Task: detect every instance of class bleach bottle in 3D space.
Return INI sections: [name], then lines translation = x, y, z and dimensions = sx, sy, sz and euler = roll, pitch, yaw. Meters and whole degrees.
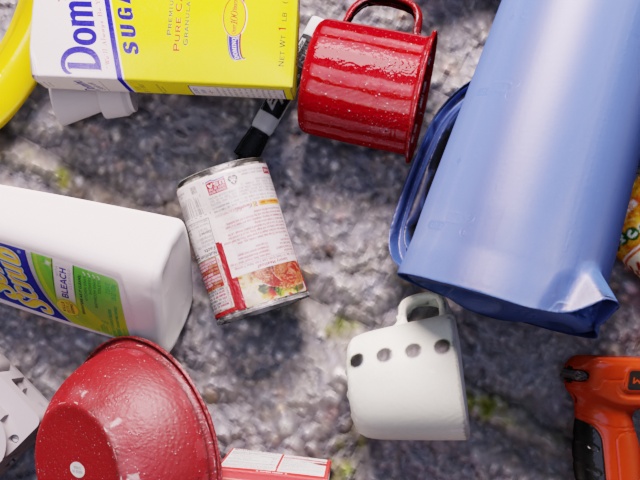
[bleach bottle]
translation = -0.218, 0.007, 0.745
dimensions = 0.251, 0.102, 0.068
euler = 12, 47, 9

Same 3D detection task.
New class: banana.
[banana]
translation = -0.224, -0.136, 0.764
dimensions = 0.037, 0.069, 0.198
euler = 22, 88, 39

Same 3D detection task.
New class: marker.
[marker]
translation = -0.028, -0.107, 0.776
dimensions = 0.020, 0.020, 0.121
euler = 30, 87, 4

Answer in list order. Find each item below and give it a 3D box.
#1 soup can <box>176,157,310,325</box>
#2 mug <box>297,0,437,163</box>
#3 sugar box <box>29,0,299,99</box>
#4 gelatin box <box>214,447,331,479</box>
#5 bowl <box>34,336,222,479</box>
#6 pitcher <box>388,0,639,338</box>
[soup can]
translation = -0.055, 0.001, 0.744
dimensions = 0.068, 0.068, 0.102
euler = -18, 85, 0
[mug]
translation = 0.035, -0.118, 0.742
dimensions = 0.081, 0.093, 0.117
euler = 13, 81, 8
[sugar box]
translation = -0.102, -0.146, 0.716
dimensions = 0.176, 0.048, 0.093
euler = 2, 86, 1
[gelatin box]
translation = -0.031, 0.164, 0.720
dimensions = 0.073, 0.089, 0.030
euler = 6, 87, 3
[bowl]
translation = -0.138, 0.146, 0.697
dimensions = 0.162, 0.055, 0.162
euler = 5, 97, 41
[pitcher]
translation = 0.140, -0.067, 0.703
dimensions = 0.149, 0.145, 0.243
euler = 18, 85, 6
